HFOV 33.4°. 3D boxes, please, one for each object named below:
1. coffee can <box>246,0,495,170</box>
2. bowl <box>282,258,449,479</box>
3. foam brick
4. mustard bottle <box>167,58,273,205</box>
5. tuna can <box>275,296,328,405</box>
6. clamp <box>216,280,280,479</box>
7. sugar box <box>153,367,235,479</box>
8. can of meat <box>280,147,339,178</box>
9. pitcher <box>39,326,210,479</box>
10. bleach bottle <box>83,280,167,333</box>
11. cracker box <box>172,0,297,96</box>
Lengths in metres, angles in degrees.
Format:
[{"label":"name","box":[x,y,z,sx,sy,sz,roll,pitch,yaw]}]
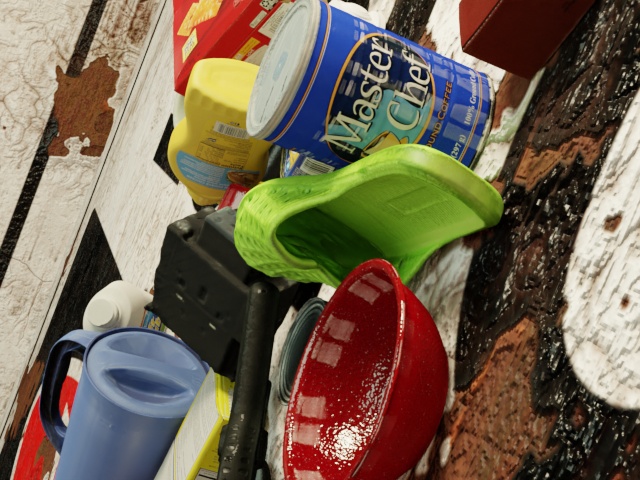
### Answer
[{"label":"coffee can","box":[0.033,-0.095,0.735,0.103,0.140,0.103,-55,23,38]},{"label":"bowl","box":[0.034,0.096,0.669,0.162,0.055,0.162,-55,23,38]},{"label":"foam brick","box":[0.128,-0.150,0.663,0.078,0.053,0.051,-53,25,40]},{"label":"mustard bottle","box":[-0.093,-0.089,1.012,0.192,0.096,0.058,121,159,-55]},{"label":"tuna can","box":[-0.001,0.088,0.810,0.086,0.033,0.086,-55,23,37]},{"label":"clamp","box":[-0.059,0.157,0.821,0.165,0.036,0.210,96,-178,-61]},{"label":"sugar box","box":[-0.106,0.198,0.980,0.093,0.048,0.176,-101,32,-57]},{"label":"can of meat","box":[0.004,-0.097,0.955,0.102,0.057,0.084,-87,22,-43]},{"label":"pitcher","box":[-0.217,0.214,1.112,0.243,0.144,0.149,-66,34,29]},{"label":"bleach bottle","box":[-0.223,0.104,1.219,0.251,0.068,0.102,72,-138,-79]},{"label":"cracker box","box":[-0.085,-0.261,1.101,0.164,0.072,0.213,-41,40,33]}]
